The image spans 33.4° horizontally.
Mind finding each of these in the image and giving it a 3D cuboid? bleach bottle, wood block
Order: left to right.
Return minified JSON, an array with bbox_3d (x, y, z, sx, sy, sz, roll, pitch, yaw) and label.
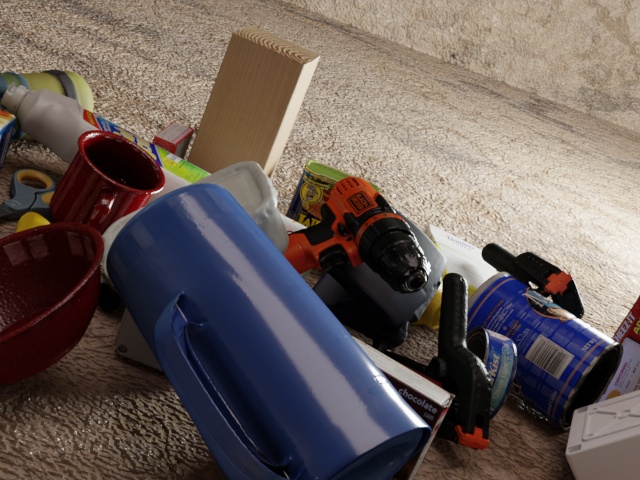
[{"bbox_3d":[-0.222,-0.089,1.126,0.250,0.068,0.102,30,16,-6],"label":"bleach bottle"},{"bbox_3d":[-0.085,-0.132,1.233,0.091,0.206,0.090,24,20,4],"label":"wood block"}]

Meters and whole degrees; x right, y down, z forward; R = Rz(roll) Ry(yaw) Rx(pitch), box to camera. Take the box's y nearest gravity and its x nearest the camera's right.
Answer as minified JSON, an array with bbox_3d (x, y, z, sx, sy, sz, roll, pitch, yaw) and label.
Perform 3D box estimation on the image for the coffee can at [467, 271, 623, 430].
[{"bbox_3d":[0.217,0.110,1.078,0.140,0.103,0.102,34,23,30],"label":"coffee can"}]

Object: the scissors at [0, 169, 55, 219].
[{"bbox_3d":[-0.307,-0.041,1.039,0.096,0.016,0.201,36,22,28],"label":"scissors"}]

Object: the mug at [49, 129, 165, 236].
[{"bbox_3d":[-0.211,-0.041,1.032,0.093,0.082,0.117,27,27,-19],"label":"mug"}]

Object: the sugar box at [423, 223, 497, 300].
[{"bbox_3d":[0.168,0.045,1.279,0.093,0.048,0.176,26,16,-10],"label":"sugar box"}]

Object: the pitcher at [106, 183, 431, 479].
[{"bbox_3d":[-0.050,0.078,0.726,0.144,0.149,0.243,-28,66,-23],"label":"pitcher"}]

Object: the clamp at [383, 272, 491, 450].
[{"bbox_3d":[0.107,0.124,0.967,0.039,0.120,0.171,17,41,-22],"label":"clamp"}]

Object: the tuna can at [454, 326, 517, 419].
[{"bbox_3d":[0.148,0.125,0.992,0.033,0.086,0.086,21,19,-10],"label":"tuna can"}]

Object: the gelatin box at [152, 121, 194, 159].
[{"bbox_3d":[-0.179,-0.092,1.228,0.030,0.073,0.089,22,20,-1],"label":"gelatin box"}]

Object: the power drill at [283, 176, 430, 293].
[{"bbox_3d":[-0.006,0.026,0.967,0.187,0.057,0.184,-27,30,-3],"label":"power drill"}]

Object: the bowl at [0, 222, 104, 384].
[{"bbox_3d":[-0.219,0.053,0.764,0.162,0.055,0.162,-17,29,9],"label":"bowl"}]

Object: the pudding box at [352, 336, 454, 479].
[{"bbox_3d":[0.036,0.135,0.839,0.113,0.090,0.039,28,20,14],"label":"pudding box"}]

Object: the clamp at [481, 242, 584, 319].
[{"bbox_3d":[0.253,0.063,1.179,0.164,0.036,0.210,48,-3,1],"label":"clamp"}]

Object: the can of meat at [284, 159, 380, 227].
[{"bbox_3d":[0.013,-0.040,1.281,0.102,0.084,0.057,21,19,-3],"label":"can of meat"}]
